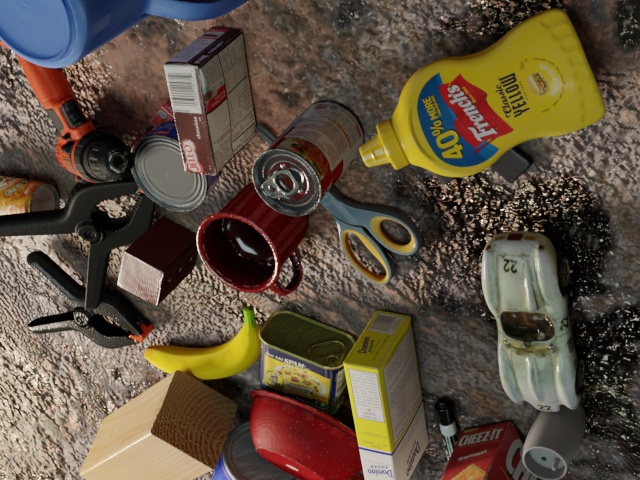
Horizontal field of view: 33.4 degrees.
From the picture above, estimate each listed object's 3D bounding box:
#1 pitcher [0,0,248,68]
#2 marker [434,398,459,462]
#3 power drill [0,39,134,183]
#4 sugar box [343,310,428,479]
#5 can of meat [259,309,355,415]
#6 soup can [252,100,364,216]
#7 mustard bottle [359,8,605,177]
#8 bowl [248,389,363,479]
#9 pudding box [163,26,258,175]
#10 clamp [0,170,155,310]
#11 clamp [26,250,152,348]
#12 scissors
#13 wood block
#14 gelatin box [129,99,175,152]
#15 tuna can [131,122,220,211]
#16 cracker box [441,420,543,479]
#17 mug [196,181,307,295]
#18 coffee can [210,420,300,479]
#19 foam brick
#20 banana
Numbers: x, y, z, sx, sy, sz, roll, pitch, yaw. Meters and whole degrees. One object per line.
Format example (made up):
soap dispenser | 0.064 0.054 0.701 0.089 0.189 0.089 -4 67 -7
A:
pitcher | -0.148 -0.232 0.847 0.149 0.242 0.145 -1 125 37
marker | 0.143 0.220 1.155 0.020 0.020 0.121 1 122 29
power drill | -0.254 -0.143 1.052 0.185 0.057 0.187 14 131 62
sugar box | 0.070 0.171 1.111 0.048 0.093 0.176 9 125 25
can of meat | -0.017 0.135 1.160 0.102 0.057 0.084 20 132 17
soup can | -0.009 -0.077 0.973 0.069 0.102 0.068 15 128 20
mustard bottle | 0.121 -0.105 0.856 0.192 0.058 0.096 -23 100 11
bowl | -0.019 0.228 1.183 0.162 0.055 0.162 25 159 10
pudding box | -0.100 -0.130 0.996 0.039 0.090 0.113 9 125 22
clamp | -0.260 -0.020 1.166 0.164 0.036 0.210 34 123 -25
clamp | -0.288 0.092 1.295 0.171 0.039 0.120 28 133 10
scissors | 0.025 -0.044 1.036 0.096 0.016 0.201 -21 110 37
wood block | -0.198 0.242 1.290 0.090 0.090 0.207 33 142 -18
gelatin box | -0.149 -0.094 1.089 0.073 0.030 0.089 44 132 -5
tuna can | -0.143 -0.073 1.056 0.086 0.033 0.086 14 128 19
cracker box | 0.177 0.313 1.070 0.072 0.213 0.164 -20 111 36
mug | -0.057 0.001 1.070 0.093 0.081 0.117 -27 106 40
coffee can | -0.083 0.298 1.282 0.103 0.102 0.140 30 132 8
foam brick | -0.174 0.022 1.154 0.051 0.078 0.053 29 131 11
banana | -0.125 0.128 1.232 0.198 0.037 0.069 -24 94 38
